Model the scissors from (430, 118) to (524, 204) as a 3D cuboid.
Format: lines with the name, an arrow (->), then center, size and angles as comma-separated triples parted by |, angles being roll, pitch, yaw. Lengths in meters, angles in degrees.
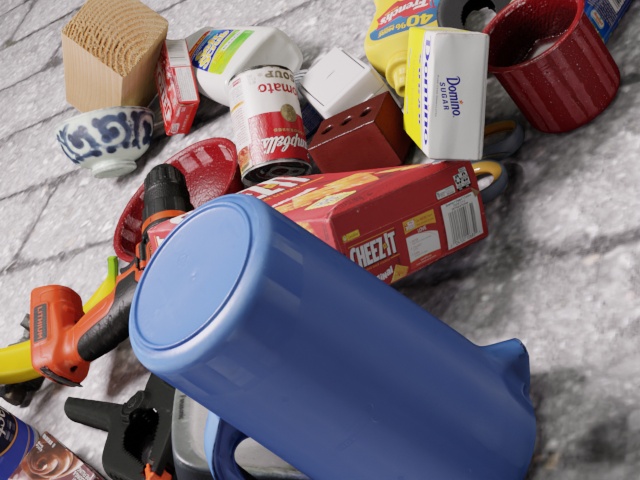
scissors -> 0.080, -0.038, 0.890 | 0.202, 0.016, 0.096 | -28, 33, 23

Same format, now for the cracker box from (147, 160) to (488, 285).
cracker box -> -0.005, -0.008, 0.830 | 0.214, 0.072, 0.163 | -2, 16, 46

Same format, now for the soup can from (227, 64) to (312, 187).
soup can -> -0.050, -0.109, 1.027 | 0.069, 0.068, 0.102 | -21, 70, 32

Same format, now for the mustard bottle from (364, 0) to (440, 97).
mustard bottle -> 0.091, -0.205, 1.029 | 0.096, 0.058, 0.191 | -12, 44, 24

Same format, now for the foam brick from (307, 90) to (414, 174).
foam brick -> 0.037, -0.088, 0.954 | 0.078, 0.051, 0.053 | -21, 29, 34

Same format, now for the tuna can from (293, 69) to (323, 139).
tuna can -> -0.030, -0.134, 1.104 | 0.086, 0.033, 0.086 | -29, 35, 23

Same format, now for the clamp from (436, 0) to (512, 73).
clamp -> 0.155, -0.232, 0.960 | 0.120, 0.039, 0.171 | -9, 77, 20

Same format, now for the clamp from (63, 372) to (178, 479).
clamp -> -0.158, 0.153, 0.916 | 0.165, 0.036, 0.210 | -37, 30, 12

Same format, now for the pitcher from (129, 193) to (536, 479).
pitcher -> 0.002, 0.085, 0.628 | 0.145, 0.242, 0.149 | -11, 52, 43

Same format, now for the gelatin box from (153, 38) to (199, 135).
gelatin box -> -0.169, -0.178, 1.244 | 0.073, 0.030, 0.089 | 127, 133, -61

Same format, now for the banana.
banana -> -0.269, 0.095, 1.060 | 0.197, 0.069, 0.037 | -35, 9, -16

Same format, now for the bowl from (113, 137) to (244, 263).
bowl -> -0.130, -0.027, 1.072 | 0.162, 0.055, 0.162 | -29, 35, 23

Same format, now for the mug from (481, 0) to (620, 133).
mug -> 0.176, -0.142, 0.843 | 0.093, 0.081, 0.117 | -47, 33, -4

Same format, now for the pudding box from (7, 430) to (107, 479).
pudding box -> -0.231, 0.225, 0.912 | 0.090, 0.039, 0.114 | -53, 33, -13

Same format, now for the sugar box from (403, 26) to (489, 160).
sugar box -> 0.096, -0.121, 0.844 | 0.048, 0.093, 0.176 | 2, 12, 1

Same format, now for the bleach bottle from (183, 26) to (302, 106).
bleach bottle -> -0.120, -0.206, 1.261 | 0.102, 0.068, 0.251 | -53, 31, -10

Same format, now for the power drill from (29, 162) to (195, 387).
power drill -> -0.185, 0.036, 0.976 | 0.188, 0.057, 0.184 | -33, 46, 24

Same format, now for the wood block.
wood block -> -0.250, -0.214, 1.294 | 0.090, 0.091, 0.206 | -55, 1, -18
